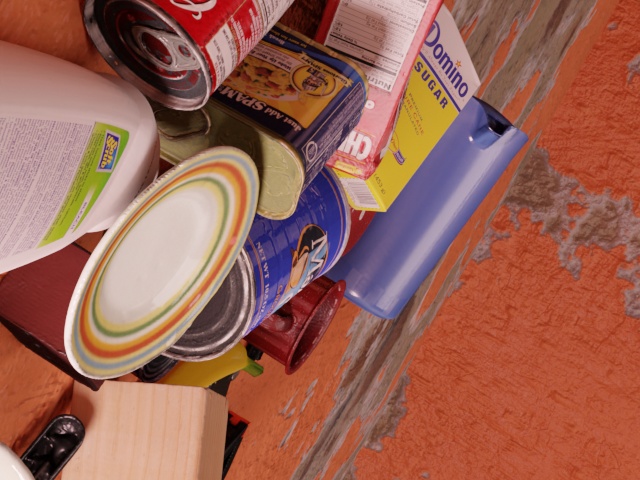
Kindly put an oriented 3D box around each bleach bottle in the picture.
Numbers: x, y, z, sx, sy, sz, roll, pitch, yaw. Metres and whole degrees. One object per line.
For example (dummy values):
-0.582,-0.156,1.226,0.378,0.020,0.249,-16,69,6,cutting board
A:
-0.127,-0.026,0.421,0.102,0.068,0.250,-59,170,8,bleach bottle

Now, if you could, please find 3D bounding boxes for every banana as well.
-0.114,0.131,0.833,0.037,0.069,0.197,-14,-159,48,banana

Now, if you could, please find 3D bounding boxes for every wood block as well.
-0.120,0.201,0.705,0.091,0.090,0.206,69,25,-75,wood block

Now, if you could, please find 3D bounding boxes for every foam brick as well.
-0.131,0.038,0.565,0.051,0.053,0.078,-55,166,-18,foam brick

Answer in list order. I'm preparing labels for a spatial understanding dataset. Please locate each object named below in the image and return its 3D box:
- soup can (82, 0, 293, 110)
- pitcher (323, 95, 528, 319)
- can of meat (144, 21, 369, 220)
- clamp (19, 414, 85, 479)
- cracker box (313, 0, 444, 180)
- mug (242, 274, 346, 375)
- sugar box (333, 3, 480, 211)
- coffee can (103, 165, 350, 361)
-0.050,-0.118,0.488,0.102,0.068,0.068,-54,166,-26,soup can
0.094,-0.046,1.115,0.243,0.145,0.149,-57,156,5,pitcher
-0.035,-0.073,0.577,0.083,0.102,0.057,-52,167,-38,can of meat
-0.203,0.177,0.640,0.172,0.039,0.120,-57,164,18,clamp
0.051,-0.168,0.685,0.164,0.072,0.214,-67,179,-60,cracker box
-0.040,0.054,0.891,0.093,0.081,0.117,-62,167,12,mug
0.067,-0.116,0.906,0.176,0.048,0.093,-51,128,-28,sugar box
-0.054,0.001,0.664,0.140,0.103,0.103,-37,154,-60,coffee can
